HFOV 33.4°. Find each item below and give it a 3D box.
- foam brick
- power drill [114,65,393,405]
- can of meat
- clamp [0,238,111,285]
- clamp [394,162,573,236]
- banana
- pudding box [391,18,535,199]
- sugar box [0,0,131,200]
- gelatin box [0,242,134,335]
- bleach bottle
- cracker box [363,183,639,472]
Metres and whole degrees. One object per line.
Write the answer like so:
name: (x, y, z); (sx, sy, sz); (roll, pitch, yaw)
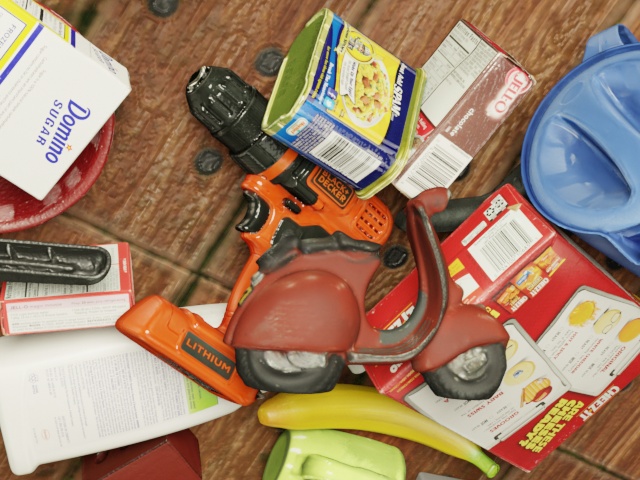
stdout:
foam brick: (-0.139, 0.173, 0.830); (0.078, 0.053, 0.051); (-31, 118, 4)
power drill: (-0.055, 0.001, 0.719); (0.184, 0.057, 0.187); (40, 75, -25)
can of meat: (0.016, -0.091, 0.704); (0.083, 0.102, 0.058); (31, 141, -21)
clamp: (-0.247, 0.008, 0.674); (0.210, 0.036, 0.164); (-27, 130, 35)
clamp: (0.137, -0.020, 0.797); (0.171, 0.039, 0.120); (-39, 134, 2)
banana: (0.045, 0.140, 0.845); (0.197, 0.069, 0.037); (13, 102, -11)
pudding box: (0.085, -0.088, 0.726); (0.039, 0.090, 0.114); (35, 106, -23)
sugar box: (-0.207, -0.110, 0.615); (0.176, 0.048, 0.093); (36, 105, -28)
gelatin box: (-0.175, 0.033, 0.740); (0.089, 0.073, 0.030); (-5, 117, -10)
bleach bottle: (-0.107, 0.101, 0.789); (0.250, 0.068, 0.102); (-8, 111, -7)
cracker box: (0.147, 0.072, 0.801); (0.164, 0.072, 0.213); (-45, 135, 13)
